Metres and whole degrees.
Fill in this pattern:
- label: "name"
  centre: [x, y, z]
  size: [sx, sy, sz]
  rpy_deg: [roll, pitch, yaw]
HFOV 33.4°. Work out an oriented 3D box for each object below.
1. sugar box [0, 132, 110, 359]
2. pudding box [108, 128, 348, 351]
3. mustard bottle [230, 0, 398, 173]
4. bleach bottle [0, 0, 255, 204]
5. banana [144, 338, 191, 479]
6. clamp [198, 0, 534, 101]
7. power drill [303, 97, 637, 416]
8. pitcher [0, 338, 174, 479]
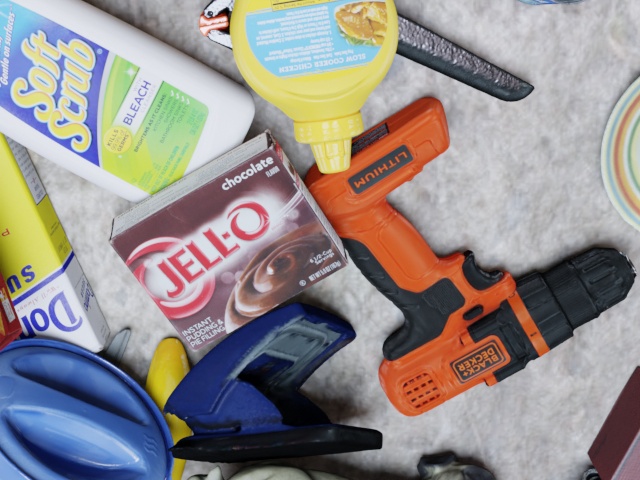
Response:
- label: "sugar box"
  centre: [-0.214, 0.006, 0.690]
  size: [0.093, 0.048, 0.176]
  rpy_deg: [-21, 104, 4]
- label: "pudding box"
  centre: [-0.054, 0.001, 0.631]
  size: [0.113, 0.039, 0.090]
  rpy_deg: [-31, 117, 6]
- label: "mustard bottle"
  centre: [-0.006, -0.133, 0.609]
  size: [0.096, 0.058, 0.191]
  rpy_deg: [-10, 103, -4]
- label: "bleach bottle"
  centre: [-0.169, -0.098, 0.626]
  size: [0.250, 0.068, 0.103]
  rpy_deg: [24, 103, -20]
- label: "banana"
  centre: [-0.128, 0.164, 0.718]
  size: [0.070, 0.037, 0.198]
  rpy_deg: [32, 95, 22]
- label: "clamp"
  centre: [0.032, -0.143, 0.660]
  size: [0.210, 0.036, 0.164]
  rpy_deg: [-18, 105, -1]
- label: "power drill"
  centre: [0.089, 0.005, 0.691]
  size: [0.184, 0.057, 0.187]
  rpy_deg: [-31, 104, 7]
- label: "pitcher"
  centre: [-0.216, 0.182, 0.677]
  size: [0.144, 0.149, 0.243]
  rpy_deg: [18, 120, -40]
